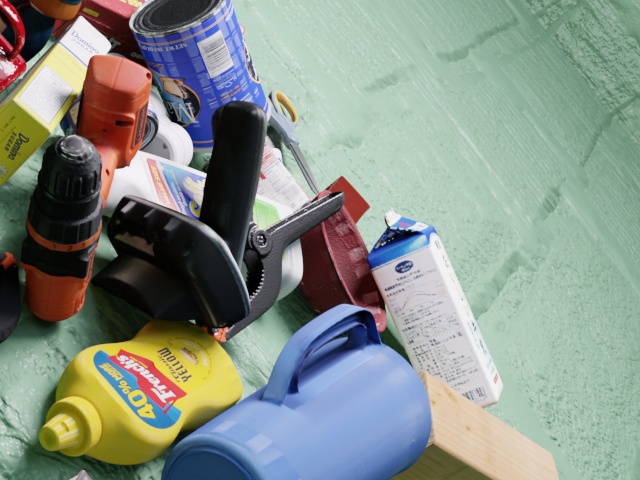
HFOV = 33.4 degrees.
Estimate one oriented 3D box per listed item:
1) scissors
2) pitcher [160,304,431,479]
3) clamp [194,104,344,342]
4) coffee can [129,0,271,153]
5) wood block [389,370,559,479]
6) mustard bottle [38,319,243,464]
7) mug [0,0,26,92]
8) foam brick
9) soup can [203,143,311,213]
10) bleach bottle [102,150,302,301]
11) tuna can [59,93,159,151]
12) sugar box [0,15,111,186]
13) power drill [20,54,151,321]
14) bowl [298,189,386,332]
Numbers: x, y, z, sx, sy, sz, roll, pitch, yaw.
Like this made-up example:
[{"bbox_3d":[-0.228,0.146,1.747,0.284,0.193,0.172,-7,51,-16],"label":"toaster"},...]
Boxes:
[{"bbox_3d":[-0.051,-0.131,1.268,0.096,0.016,0.202,29,26,-27],"label":"scissors"},{"bbox_3d":[-0.017,0.160,0.865,0.149,0.145,0.242,56,31,9],"label":"pitcher"},{"bbox_3d":[-0.056,0.001,0.978,0.164,0.036,0.210,28,66,-34],"label":"clamp"},{"bbox_3d":[-0.119,-0.174,1.076,0.103,0.103,0.140,-88,162,-51],"label":"coffee can"},{"bbox_3d":[0.146,0.230,1.077,0.205,0.091,0.090,35,32,-30],"label":"wood block"},{"bbox_3d":[-0.142,0.118,0.807,0.096,0.058,0.191,47,27,11],"label":"mustard bottle"},{"bbox_3d":[-0.284,-0.151,0.858,0.081,0.117,0.093,49,23,-16],"label":"mug"},{"bbox_3d":[0.014,-0.032,1.233,0.053,0.051,0.078,49,27,-3],"label":"foam brick"},{"bbox_3d":[-0.066,-0.060,1.128,0.102,0.069,0.068,51,27,-3],"label":"soup can"},{"bbox_3d":[-0.131,-0.022,0.992,0.250,0.068,0.102,22,48,-38],"label":"bleach bottle"},{"bbox_3d":[-0.191,-0.105,0.972,0.086,0.086,0.034,6,54,-54],"label":"tuna can"},{"bbox_3d":[-0.240,-0.116,0.903,0.048,0.093,0.176,43,29,-17],"label":"sugar box"},{"bbox_3d":[-0.179,-0.056,0.814,0.057,0.185,0.187,18,47,-7],"label":"power drill"},{"bbox_3d":[0.012,0.031,1.124,0.162,0.055,0.162,58,16,-29],"label":"bowl"}]
